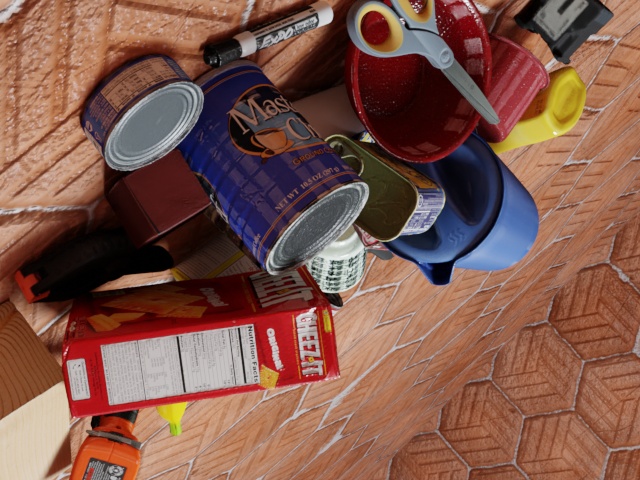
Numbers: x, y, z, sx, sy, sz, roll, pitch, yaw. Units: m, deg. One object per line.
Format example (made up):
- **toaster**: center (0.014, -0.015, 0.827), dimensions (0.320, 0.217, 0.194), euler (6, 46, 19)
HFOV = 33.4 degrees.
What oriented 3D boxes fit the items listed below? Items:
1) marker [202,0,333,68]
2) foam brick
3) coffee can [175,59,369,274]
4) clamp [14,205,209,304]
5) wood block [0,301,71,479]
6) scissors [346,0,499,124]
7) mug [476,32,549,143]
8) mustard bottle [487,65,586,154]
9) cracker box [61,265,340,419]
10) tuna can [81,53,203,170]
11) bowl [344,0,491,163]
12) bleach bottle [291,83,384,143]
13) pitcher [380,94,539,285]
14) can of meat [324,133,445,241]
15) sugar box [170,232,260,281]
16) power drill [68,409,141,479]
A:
- **marker**: center (-0.040, -0.158, 0.818), dimensions (0.120, 0.020, 0.020), euler (-30, 159, -33)
- **foam brick**: center (-0.128, -0.032, 0.836), dimensions (0.051, 0.053, 0.078), euler (-33, -175, -22)
- **coffee can**: center (-0.045, -0.058, 0.841), dimensions (0.102, 0.140, 0.103), euler (-36, 161, -15)
- **clamp**: center (-0.170, 0.006, 0.897), dimensions (0.171, 0.039, 0.120), euler (-22, 155, -46)
- **wood block**: center (-0.281, 0.154, 0.935), dimensions (0.090, 0.090, 0.206), euler (-32, 159, -27)
- **scissors**: center (0.086, -0.150, 0.899), dimensions (0.096, 0.016, 0.201), euler (-42, 124, -18)
- **mug**: center (0.173, -0.159, 1.129), dimensions (0.093, 0.117, 0.081), euler (42, 77, -33)
- **mustard bottle**: center (0.206, -0.135, 1.226), dimensions (0.192, 0.058, 0.096), euler (-16, -147, 48)
- **cracker box**: center (-0.103, 0.077, 0.898), dimensions (0.213, 0.072, 0.164), euler (-8, -169, -7)
- **tuna can**: center (-0.128, -0.092, 0.766), dimensions (0.086, 0.034, 0.086), euler (-37, 161, -15)
- **bowl**: center (0.075, -0.150, 0.937), dimensions (0.161, 0.055, 0.162), euler (-7, 102, -35)
- **bleach bottle**: center (0.040, -0.116, 1.012), dimensions (0.250, 0.068, 0.103), euler (-31, 158, -37)
- **pitcher**: center (0.146, -0.042, 1.077), dimensions (0.149, 0.145, 0.242), euler (-51, 159, 10)
- **can of meat**: center (0.050, -0.046, 0.919), dimensions (0.057, 0.102, 0.083), euler (-59, 160, 16)
- **sugar box**: center (-0.057, 0.002, 1.043), dimensions (0.176, 0.048, 0.093), euler (-35, -158, -13)
- **power drill**: center (-0.204, 0.180, 1.048), dimensions (0.187, 0.057, 0.185), euler (-90, -162, -54)
